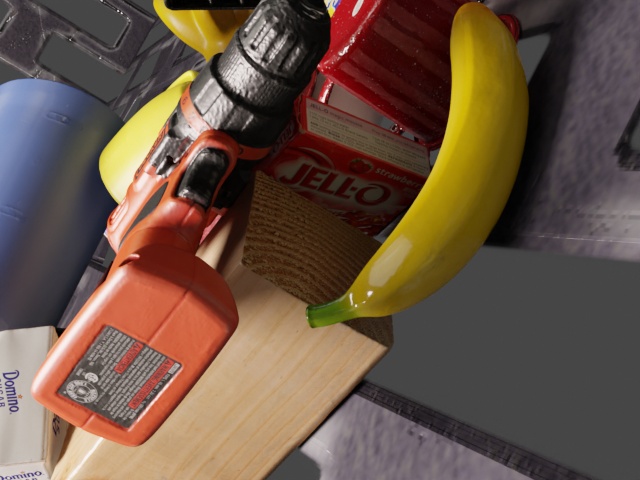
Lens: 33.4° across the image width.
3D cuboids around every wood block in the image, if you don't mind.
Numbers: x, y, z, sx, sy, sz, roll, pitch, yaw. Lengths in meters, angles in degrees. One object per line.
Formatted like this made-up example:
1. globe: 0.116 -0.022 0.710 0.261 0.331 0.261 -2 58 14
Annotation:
1. wood block: -0.057 0.077 0.585 0.206 0.090 0.091 -50 20 28

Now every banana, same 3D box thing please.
1. banana: 0.061 -0.039 0.505 0.197 0.070 0.037 -61 -28 -24

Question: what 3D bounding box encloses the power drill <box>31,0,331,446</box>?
1. power drill: -0.059 -0.013 0.492 0.185 0.057 0.187 -52 15 33

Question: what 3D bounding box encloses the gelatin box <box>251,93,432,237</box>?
1. gelatin box: 0.006 -0.035 0.590 0.073 0.089 0.030 -43 39 41

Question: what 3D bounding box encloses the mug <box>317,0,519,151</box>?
1. mug: 0.044 -0.102 0.608 0.117 0.081 0.093 -51 20 25

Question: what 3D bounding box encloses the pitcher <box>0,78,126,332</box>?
1. pitcher: -0.247 0.000 0.811 0.149 0.145 0.242 -5 49 27

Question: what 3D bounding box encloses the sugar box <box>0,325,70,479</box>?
1. sugar box: -0.178 0.139 0.698 0.176 0.048 0.093 85 178 -54
